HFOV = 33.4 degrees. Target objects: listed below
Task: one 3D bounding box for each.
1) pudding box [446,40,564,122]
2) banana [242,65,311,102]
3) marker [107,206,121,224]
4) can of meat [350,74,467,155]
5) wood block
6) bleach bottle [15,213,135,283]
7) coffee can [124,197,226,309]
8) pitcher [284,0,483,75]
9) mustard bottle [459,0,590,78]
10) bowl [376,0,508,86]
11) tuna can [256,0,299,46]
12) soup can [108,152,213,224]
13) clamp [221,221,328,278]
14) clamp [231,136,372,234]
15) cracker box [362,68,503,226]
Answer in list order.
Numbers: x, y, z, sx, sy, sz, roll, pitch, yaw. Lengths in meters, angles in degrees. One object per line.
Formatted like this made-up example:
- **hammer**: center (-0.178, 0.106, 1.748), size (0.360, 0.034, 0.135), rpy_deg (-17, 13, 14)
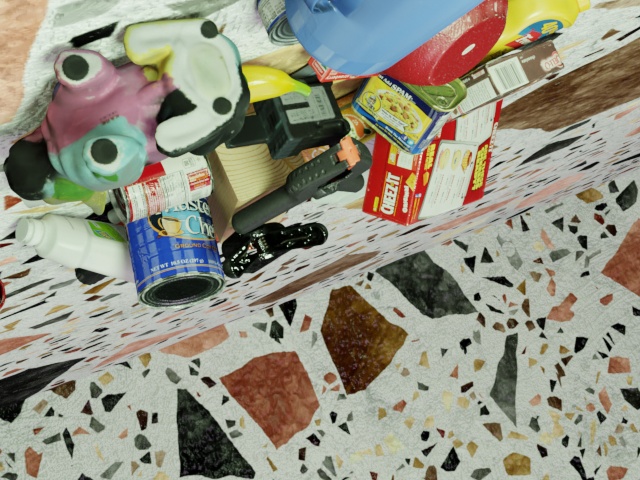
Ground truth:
- **pudding box**: center (0.191, -0.170, 1.142), size (0.113, 0.039, 0.090), rpy_deg (-23, 179, -36)
- **banana**: center (-0.110, -0.123, 1.007), size (0.198, 0.037, 0.069), rpy_deg (-19, 135, 11)
- **marker**: center (-0.213, -0.053, 1.306), size (0.121, 0.020, 0.020), rpy_deg (-27, 170, 30)
- **can of meat**: center (0.090, -0.150, 1.119), size (0.057, 0.102, 0.084), rpy_deg (-43, 171, -39)
- **wood block**: center (-0.086, -0.073, 1.264), size (0.090, 0.091, 0.206), rpy_deg (-21, 171, -15)
- **bleach bottle**: center (-0.254, 0.011, 1.291), size (0.250, 0.103, 0.068), rpy_deg (17, 100, -43)
- **coffee can**: center (-0.172, -0.004, 1.231), size (0.102, 0.140, 0.103), rpy_deg (-12, 158, -5)
- **pitcher**: center (0.057, -0.199, 0.718), size (0.149, 0.145, 0.243), rpy_deg (15, 160, -20)
- **mustard bottle**: center (0.209, -0.233, 1.136), size (0.192, 0.058, 0.096), rpy_deg (-24, 173, 10)
- **bowl**: center (0.122, -0.196, 1.004), size (0.162, 0.055, 0.162), rpy_deg (-34, 163, -12)
- **tuna can**: center (-0.009, -0.196, 0.880), size (0.086, 0.034, 0.086), rpy_deg (-22, 172, -4)
- **soup can**: center (-0.175, -0.065, 1.160), size (0.102, 0.068, 0.069), rpy_deg (-20, 171, -21)
- **clamp**: center (-0.058, 0.001, 1.198), size (0.120, 0.039, 0.171), rpy_deg (-14, -168, -7)
- **clamp**: center (0.008, -0.066, 1.126), size (0.164, 0.036, 0.210), rpy_deg (-21, 173, -27)
- **cracker box**: center (0.139, -0.118, 1.275), size (0.072, 0.164, 0.213), rpy_deg (19, -160, 27)
